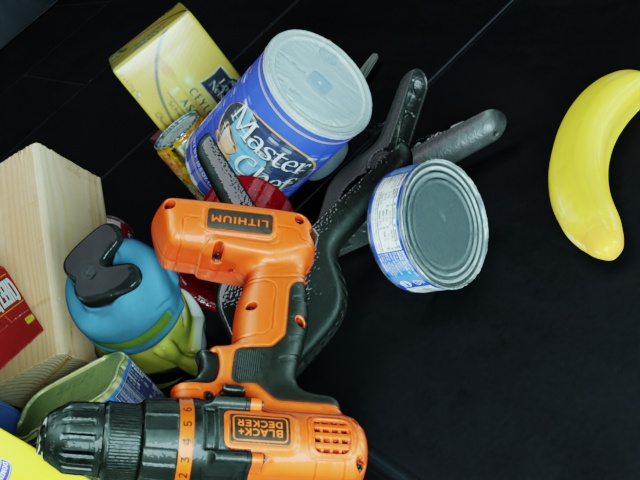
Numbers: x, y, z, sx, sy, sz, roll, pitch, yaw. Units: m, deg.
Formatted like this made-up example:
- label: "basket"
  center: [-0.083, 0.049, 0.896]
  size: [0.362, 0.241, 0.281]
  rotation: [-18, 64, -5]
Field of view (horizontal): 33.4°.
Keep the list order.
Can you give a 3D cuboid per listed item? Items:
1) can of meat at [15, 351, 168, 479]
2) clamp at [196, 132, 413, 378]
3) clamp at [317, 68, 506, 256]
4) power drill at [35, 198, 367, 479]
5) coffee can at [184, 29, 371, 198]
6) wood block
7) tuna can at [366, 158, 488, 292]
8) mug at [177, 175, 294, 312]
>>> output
- label: "can of meat"
  center: [-0.152, 0.135, 0.755]
  size: [0.102, 0.084, 0.057]
  rotation: [-29, 27, 20]
- label: "clamp"
  center: [-0.014, 0.010, 0.767]
  size: [0.164, 0.036, 0.210]
  rotation: [-3, 64, 7]
- label: "clamp"
  center: [0.064, -0.055, 0.826]
  size: [0.171, 0.039, 0.120]
  rotation: [-56, 35, -6]
- label: "power drill"
  center: [-0.068, 0.063, 0.639]
  size: [0.057, 0.184, 0.187]
  rotation: [114, 158, -50]
- label: "coffee can"
  center: [-0.038, -0.095, 0.902]
  size: [0.141, 0.102, 0.102]
  rotation: [-40, 18, 44]
- label: "wood block"
  center: [-0.238, 0.034, 0.921]
  size: [0.091, 0.090, 0.206]
  rotation: [-27, 58, 21]
- label: "tuna can"
  center: [0.070, -0.009, 0.700]
  size: [0.034, 0.086, 0.086]
  rotation: [-12, 36, 46]
- label: "mug"
  center: [-0.056, 0.001, 0.861]
  size: [0.117, 0.093, 0.081]
  rotation: [5, 35, 13]
